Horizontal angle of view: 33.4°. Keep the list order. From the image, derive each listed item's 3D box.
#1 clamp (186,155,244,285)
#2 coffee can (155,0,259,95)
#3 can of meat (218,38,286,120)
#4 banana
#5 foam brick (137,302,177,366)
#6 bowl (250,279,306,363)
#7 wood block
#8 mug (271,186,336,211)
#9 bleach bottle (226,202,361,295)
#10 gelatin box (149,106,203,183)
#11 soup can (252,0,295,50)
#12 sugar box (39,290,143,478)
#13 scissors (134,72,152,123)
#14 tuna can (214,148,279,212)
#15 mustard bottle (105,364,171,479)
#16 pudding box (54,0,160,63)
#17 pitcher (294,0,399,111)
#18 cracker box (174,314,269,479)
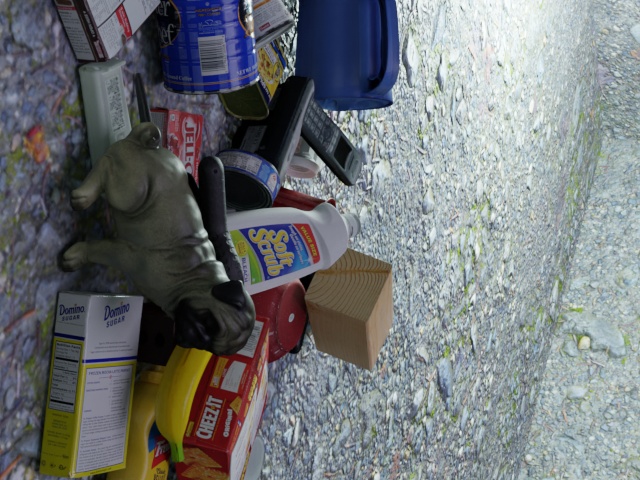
[{"bbox_3d":[-0.113,-0.001,1.083,0.120,0.039,0.171,-164,-115,-70],"label":"clamp"},{"bbox_3d":[-0.120,-0.232,1.105,0.102,0.103,0.140,-44,135,-56],"label":"coffee can"},{"bbox_3d":[-0.084,-0.207,1.253,0.102,0.058,0.084,66,36,-49],"label":"can of meat"},{"bbox_3d":[-0.125,0.121,1.080,0.069,0.037,0.197,78,29,-52],"label":"banana"},{"bbox_3d":[-0.172,0.097,1.110,0.051,0.078,0.053,-9,104,-63],"label":"foam brick"},{"bbox_3d":[-0.061,0.094,1.392,0.162,0.055,0.162,8,90,-66],"label":"bowl"},{"bbox_3d":[0.043,0.095,1.463,0.206,0.091,0.090,80,34,-65],"label":"wood block"},{"bbox_3d":[-0.030,-0.026,1.379,0.117,0.081,0.093,-44,148,-59],"label":"mug"},{"bbox_3d":[-0.058,0.001,1.217,0.250,0.068,0.102,-17,103,-36],"label":"bleach bottle"},{"bbox_3d":[-0.158,-0.095,1.147,0.073,0.030,0.089,-1,98,-67],"label":"gelatin box"},{"bbox_3d":[-0.081,-0.267,1.174,0.102,0.069,0.068,59,31,-3],"label":"soup can"},{"bbox_3d":[-0.223,0.138,1.044,0.093,0.048,0.176,10,84,-66],"label":"sugar box"},{"bbox_3d":[-0.181,-0.061,1.101,0.016,0.096,0.202,-9,75,-45],"label":"scissors"},{"bbox_3d":[-0.091,-0.068,1.239,0.086,0.086,0.033,66,36,-50],"label":"tuna can"},{"bbox_3d":[-0.186,0.215,1.132,0.096,0.058,0.191,44,55,-72],"label":"mustard bottle"},{"bbox_3d":[-0.201,-0.234,1.001,0.113,0.039,0.090,-64,149,-41],"label":"pudding box"},{"bbox_3d":[0.037,-0.292,1.390,0.145,0.149,0.243,-1,91,-79],"label":"pitcher"},{"bbox_3d":[-0.111,0.199,1.200,0.214,0.072,0.164,96,8,-57],"label":"cracker box"}]
